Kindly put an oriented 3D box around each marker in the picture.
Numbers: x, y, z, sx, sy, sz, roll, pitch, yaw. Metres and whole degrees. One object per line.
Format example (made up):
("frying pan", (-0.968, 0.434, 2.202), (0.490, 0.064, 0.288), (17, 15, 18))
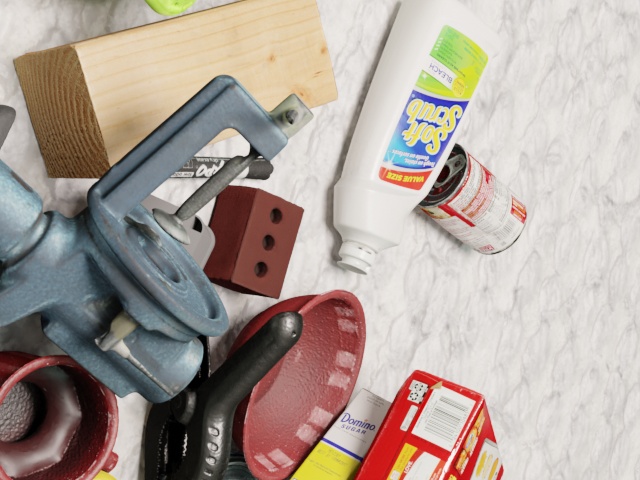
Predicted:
("marker", (-0.086, -0.056, 0.830), (0.120, 0.020, 0.020), (-2, 94, -41))

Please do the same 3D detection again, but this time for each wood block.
("wood block", (-0.098, -0.116, 0.769), (0.205, 0.091, 0.090), (-25, 108, -37))

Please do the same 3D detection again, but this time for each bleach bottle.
("bleach bottle", (0.077, -0.087, 0.942), (0.102, 0.068, 0.251), (29, 76, -37))

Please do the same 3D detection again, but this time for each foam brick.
("foam brick", (-0.055, 0.001, 0.838), (0.052, 0.051, 0.078), (23, 77, -39))

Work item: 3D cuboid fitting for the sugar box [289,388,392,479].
("sugar box", (0.005, 0.215, 0.874), (0.176, 0.048, 0.093), (-45, 148, -34))

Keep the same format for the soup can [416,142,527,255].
("soup can", (0.138, -0.037, 0.992), (0.102, 0.069, 0.068), (34, 71, -37))

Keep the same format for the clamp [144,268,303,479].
("clamp", (-0.092, 0.110, 0.783), (0.036, 0.165, 0.210), (10, 109, -36))

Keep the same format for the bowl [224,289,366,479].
("bowl", (-0.030, 0.105, 0.843), (0.161, 0.055, 0.162), (-38, 139, -43))

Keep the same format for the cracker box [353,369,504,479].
("cracker box", (0.085, 0.224, 0.903), (0.164, 0.072, 0.213), (-60, 155, -19))

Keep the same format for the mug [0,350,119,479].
("mug", (-0.186, 0.123, 0.712), (0.117, 0.082, 0.093), (37, 69, -36))
